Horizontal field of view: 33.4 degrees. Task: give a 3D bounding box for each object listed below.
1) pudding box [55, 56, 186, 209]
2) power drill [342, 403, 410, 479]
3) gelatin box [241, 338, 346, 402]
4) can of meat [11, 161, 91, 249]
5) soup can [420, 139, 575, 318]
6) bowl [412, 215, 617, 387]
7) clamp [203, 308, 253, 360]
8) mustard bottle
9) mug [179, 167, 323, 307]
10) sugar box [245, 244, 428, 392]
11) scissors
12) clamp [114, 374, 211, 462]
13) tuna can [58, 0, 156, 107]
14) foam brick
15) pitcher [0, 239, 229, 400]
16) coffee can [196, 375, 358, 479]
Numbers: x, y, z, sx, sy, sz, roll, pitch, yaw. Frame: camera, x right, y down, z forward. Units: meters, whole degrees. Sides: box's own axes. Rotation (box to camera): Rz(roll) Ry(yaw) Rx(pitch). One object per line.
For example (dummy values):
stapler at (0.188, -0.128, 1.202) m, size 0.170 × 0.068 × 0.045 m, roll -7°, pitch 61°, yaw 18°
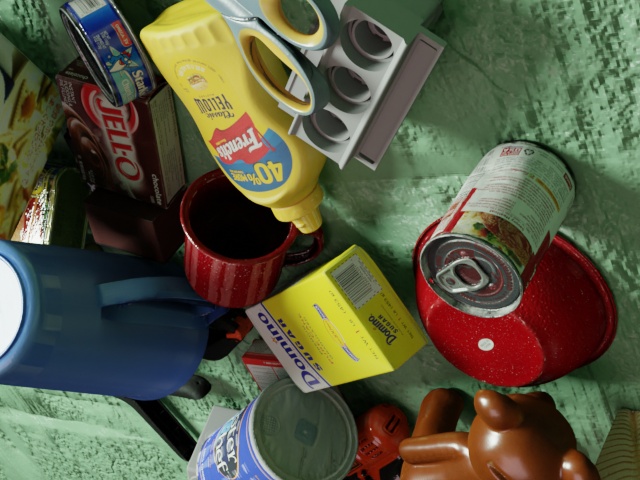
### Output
pudding box at (-0.161, -0.088, 0.874) m, size 0.090 × 0.039 × 0.113 m, roll 19°, pitch 139°, yaw 23°
power drill at (0.076, 0.249, 1.025) m, size 0.187 × 0.057 × 0.185 m, roll 39°, pitch 143°, yaw -3°
gelatin box at (-0.023, 0.134, 1.006) m, size 0.073 × 0.030 × 0.089 m, roll 0°, pitch 131°, yaw 37°
can of meat at (-0.260, -0.025, 0.977) m, size 0.084 × 0.057 × 0.102 m, roll 11°, pitch 94°, yaw 27°
soup can at (0.115, -0.009, 0.684) m, size 0.069 × 0.102 × 0.068 m, roll 22°, pitch 140°, yaw 19°
bowl at (0.130, 0.056, 0.781) m, size 0.162 × 0.055 × 0.162 m, roll 22°, pitch 141°, yaw 19°
clamp at (-0.136, 0.088, 1.041) m, size 0.172 × 0.039 × 0.120 m, roll 10°, pitch 137°, yaw 31°
mustard bottle at (-0.048, -0.084, 0.773) m, size 0.096 × 0.058 × 0.191 m, roll -2°, pitch 129°, yaw 42°
mug at (-0.056, 0.001, 0.857) m, size 0.117 × 0.093 × 0.082 m, roll -1°, pitch 147°, yaw -10°
sugar box at (0.007, 0.069, 0.861) m, size 0.093 × 0.048 × 0.176 m, roll 55°, pitch 151°, yaw -2°
scissors at (-0.057, -0.164, 0.656) m, size 0.202 × 0.016 × 0.096 m, roll 50°, pitch 143°, yaw 4°
clamp at (-0.208, 0.159, 1.174) m, size 0.210 × 0.036 × 0.165 m, roll 26°, pitch 141°, yaw 17°
tuna can at (-0.157, -0.142, 0.787) m, size 0.086 × 0.033 × 0.086 m, roll 55°, pitch 167°, yaw 18°
foam brick at (-0.157, -0.022, 0.930) m, size 0.078 × 0.053 × 0.051 m, roll 15°, pitch 138°, yaw 25°
pitcher at (-0.197, 0.063, 0.891) m, size 0.145 × 0.149 × 0.242 m, roll 32°, pitch -175°, yaw 24°
coffee can at (-0.042, 0.195, 0.974) m, size 0.103 × 0.102 × 0.141 m, roll 40°, pitch 142°, yaw -4°
